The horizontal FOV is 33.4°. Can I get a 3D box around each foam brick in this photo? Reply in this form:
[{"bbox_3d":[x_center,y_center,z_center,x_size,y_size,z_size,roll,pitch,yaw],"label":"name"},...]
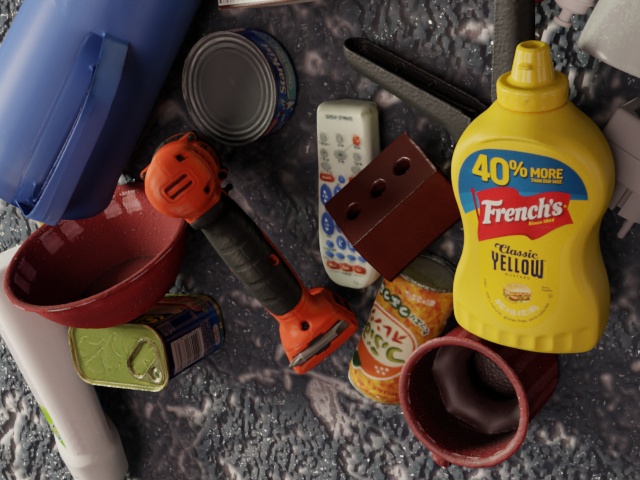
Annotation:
[{"bbox_3d":[0.052,-0.023,0.724,0.078,0.051,0.053,-43,43,9],"label":"foam brick"}]

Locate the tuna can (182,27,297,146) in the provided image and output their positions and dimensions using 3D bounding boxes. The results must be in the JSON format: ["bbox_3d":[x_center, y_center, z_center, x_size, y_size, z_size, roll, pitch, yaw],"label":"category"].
[{"bbox_3d":[-0.060,-0.116,0.801,0.086,0.033,0.086,11,111,30],"label":"tuna can"}]

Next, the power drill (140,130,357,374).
[{"bbox_3d":[-0.055,0.001,0.782,0.057,0.184,0.187,-41,100,5],"label":"power drill"}]

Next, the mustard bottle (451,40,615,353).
[{"bbox_3d":[0.128,-0.026,0.645,0.096,0.058,0.192,11,122,28],"label":"mustard bottle"}]

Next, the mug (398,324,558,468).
[{"bbox_3d":[0.110,0.106,0.738,0.093,0.081,0.117,29,119,22],"label":"mug"}]

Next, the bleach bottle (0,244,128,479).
[{"bbox_3d":[-0.236,0.129,0.972,0.103,0.068,0.251,14,127,69],"label":"bleach bottle"}]

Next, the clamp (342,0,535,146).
[{"bbox_3d":[0.108,-0.077,0.698,0.165,0.036,0.210,-15,106,48],"label":"clamp"}]

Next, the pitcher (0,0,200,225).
[{"bbox_3d":[-0.173,-0.136,0.805,0.149,0.144,0.243,43,121,15],"label":"pitcher"}]

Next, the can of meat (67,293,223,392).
[{"bbox_3d":[-0.143,0.081,0.890,0.102,0.083,0.057,1,106,32],"label":"can of meat"}]

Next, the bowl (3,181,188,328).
[{"bbox_3d":[-0.169,0.021,0.859,0.162,0.162,0.055,1,131,32],"label":"bowl"}]
